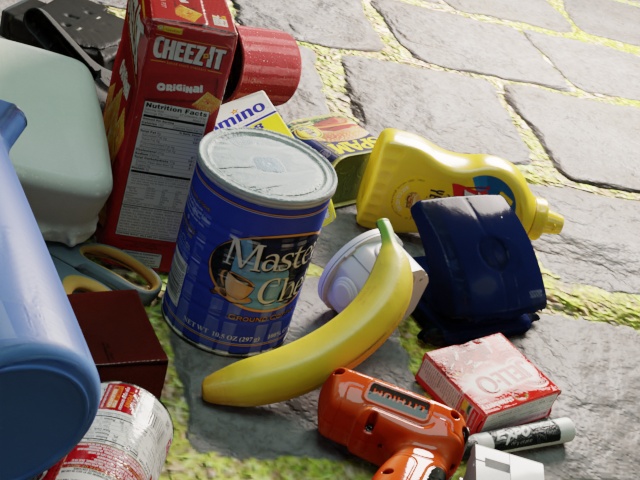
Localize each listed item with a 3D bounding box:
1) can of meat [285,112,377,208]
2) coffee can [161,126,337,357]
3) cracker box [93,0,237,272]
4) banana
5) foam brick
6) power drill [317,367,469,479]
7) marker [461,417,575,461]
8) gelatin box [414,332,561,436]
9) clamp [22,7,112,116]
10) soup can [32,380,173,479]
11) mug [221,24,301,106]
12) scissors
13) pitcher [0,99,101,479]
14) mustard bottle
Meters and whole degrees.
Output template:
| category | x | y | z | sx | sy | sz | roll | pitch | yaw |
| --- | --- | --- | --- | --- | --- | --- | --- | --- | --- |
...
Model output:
| category | x | y | z | sx | sy | sz | roll | pitch | yaw |
| --- | --- | --- | --- | --- | --- | --- | --- | --- | --- |
| can of meat | 0.014 | -0.081 | 1.044 | 0.101 | 0.057 | 0.084 | -14 | 41 | -43 |
| coffee can | -0.055 | 0.001 | 0.794 | 0.102 | 0.140 | 0.103 | 13 | 31 | -8 |
| cracker box | -0.133 | -0.108 | 0.856 | 0.072 | 0.214 | 0.164 | 7 | 33 | -18 |
| banana | 0.006 | 0.066 | 0.769 | 0.070 | 0.037 | 0.197 | 35 | 62 | 28 |
| foam brick | -0.141 | 0.077 | 0.717 | 0.052 | 0.051 | 0.078 | -1 | 36 | -27 |
| power drill | 0.010 | 0.159 | 0.663 | 0.184 | 0.057 | 0.187 | 22 | 33 | 6 |
| marker | 0.136 | 0.146 | 0.780 | 0.120 | 0.020 | 0.020 | -3 | 37 | -31 |
| gelatin box | 0.130 | 0.110 | 0.823 | 0.089 | 0.030 | 0.073 | -9 | 40 | -37 |
| clamp | -0.209 | -0.145 | 0.982 | 0.171 | 0.039 | 0.120 | 31 | 35 | -39 |
| soup can | -0.127 | 0.136 | 0.613 | 0.068 | 0.069 | 0.102 | 17 | 30 | -2 |
| mug | -0.081 | -0.185 | 1.143 | 0.081 | 0.093 | 0.117 | -2 | 0 | -38 |
| scissors | -0.214 | 0.012 | 0.784 | 0.201 | 0.016 | 0.096 | 22 | 36 | -14 |
| pitcher | -0.221 | 0.024 | 0.593 | 0.144 | 0.149 | 0.243 | 11 | 31 | -43 |
| mustard bottle | 0.135 | -0.037 | 0.997 | 0.191 | 0.096 | 0.058 | 14 | 31 | -7 |
